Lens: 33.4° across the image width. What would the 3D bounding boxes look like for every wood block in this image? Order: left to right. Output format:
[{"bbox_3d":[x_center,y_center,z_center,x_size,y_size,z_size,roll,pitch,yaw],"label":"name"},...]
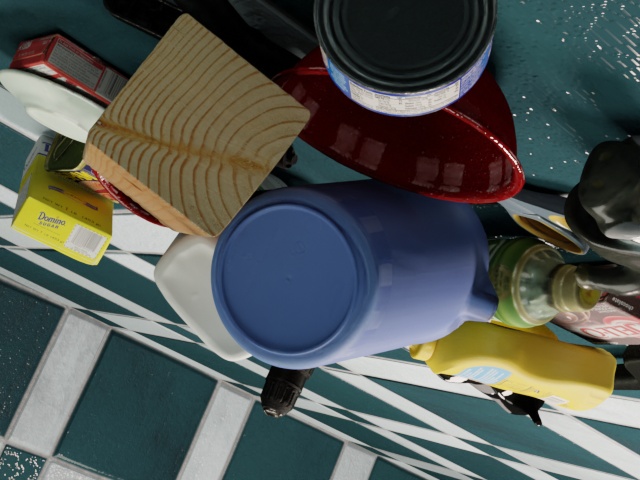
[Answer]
[{"bbox_3d":[-0.087,-0.063,0.670,0.090,0.090,0.206,39,173,-12],"label":"wood block"}]

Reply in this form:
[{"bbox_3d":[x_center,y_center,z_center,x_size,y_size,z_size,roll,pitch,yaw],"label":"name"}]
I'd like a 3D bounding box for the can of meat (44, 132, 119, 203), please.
[{"bbox_3d":[-0.213,-0.078,1.063,0.083,0.057,0.102,28,166,-33],"label":"can of meat"}]

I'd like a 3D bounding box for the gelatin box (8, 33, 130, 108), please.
[{"bbox_3d":[-0.203,-0.135,0.885,0.089,0.030,0.073,32,165,-33],"label":"gelatin box"}]

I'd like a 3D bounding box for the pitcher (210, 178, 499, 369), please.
[{"bbox_3d":[0.016,0.014,0.730,0.149,0.145,0.242,-18,175,21],"label":"pitcher"}]

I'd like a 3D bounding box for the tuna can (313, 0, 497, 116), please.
[{"bbox_3d":[0.041,-0.103,0.511,0.086,0.086,0.034,20,168,11],"label":"tuna can"}]

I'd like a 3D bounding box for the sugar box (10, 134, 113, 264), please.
[{"bbox_3d":[-0.264,-0.046,1.110,0.093,0.048,0.176,28,-160,-22],"label":"sugar box"}]

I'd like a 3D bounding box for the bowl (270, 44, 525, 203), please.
[{"bbox_3d":[0.052,-0.081,0.635,0.162,0.055,0.162,21,166,5],"label":"bowl"}]

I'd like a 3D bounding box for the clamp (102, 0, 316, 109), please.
[{"bbox_3d":[-0.052,-0.121,0.681,0.171,0.039,0.120,29,175,-22],"label":"clamp"}]

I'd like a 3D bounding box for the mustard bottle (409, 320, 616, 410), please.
[{"bbox_3d":[0.155,0.102,0.946,0.191,0.058,0.096,15,166,-11],"label":"mustard bottle"}]

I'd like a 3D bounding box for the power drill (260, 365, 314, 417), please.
[{"bbox_3d":[-0.009,0.090,1.143,0.057,0.184,0.188,23,157,-3],"label":"power drill"}]

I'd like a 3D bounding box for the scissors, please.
[{"bbox_3d":[0.134,-0.037,0.750,0.201,0.016,0.096,30,166,-31],"label":"scissors"}]

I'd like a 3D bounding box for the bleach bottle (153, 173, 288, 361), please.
[{"bbox_3d":[-0.056,0.001,0.871,0.102,0.068,0.250,48,-161,-8],"label":"bleach bottle"}]
